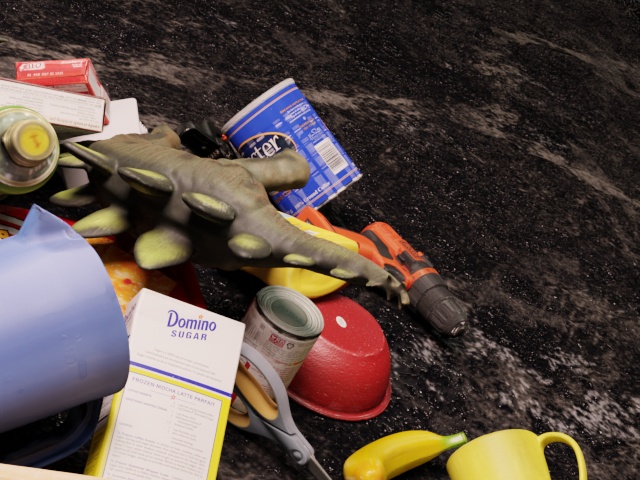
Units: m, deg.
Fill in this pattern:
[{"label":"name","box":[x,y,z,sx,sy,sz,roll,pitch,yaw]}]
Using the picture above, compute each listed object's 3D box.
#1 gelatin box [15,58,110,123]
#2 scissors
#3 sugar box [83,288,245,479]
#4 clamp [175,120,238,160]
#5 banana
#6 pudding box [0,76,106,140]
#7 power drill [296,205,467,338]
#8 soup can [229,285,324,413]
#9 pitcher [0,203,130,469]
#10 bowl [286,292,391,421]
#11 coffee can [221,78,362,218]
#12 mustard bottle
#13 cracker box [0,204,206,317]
[{"label":"gelatin box","box":[-0.255,-0.147,1.062,0.073,0.089,0.030,-3,68,3]},{"label":"scissors","box":[-0.033,0.177,0.915,0.016,0.096,0.202,-39,103,-44]},{"label":"sugar box","box":[-0.120,0.134,0.814,0.093,0.048,0.176,22,55,-20]},{"label":"clamp","box":[-0.125,-0.103,1.214,0.120,0.039,0.171,58,2,-25]},{"label":"banana","box":[0.061,0.191,0.937,0.197,0.070,0.037,-4,68,-61]},{"label":"pudding box","box":[-0.268,-0.121,0.987,0.113,0.039,0.090,5,-4,-37]},{"label":"power drill","box":[0.061,0.035,1.176,0.187,0.057,0.185,17,23,-47]},{"label":"soup can","box":[-0.048,0.099,0.951,0.068,0.102,0.068,23,30,-14]},{"label":"pitcher","box":[-0.258,0.091,0.709,0.242,0.145,0.149,-21,73,-32]},{"label":"bowl","box":[0.011,0.100,1.053,0.162,0.055,0.162,23,29,-14]},{"label":"coffee can","box":[-0.033,-0.101,1.234,0.140,0.103,0.102,53,30,-2]},{"label":"mustard bottle","box":[-0.057,0.002,1.096,0.096,0.058,0.192,-20,29,-37]},{"label":"cracker box","box":[-0.205,0.052,0.908,0.213,0.072,0.164,13,33,-29]}]
